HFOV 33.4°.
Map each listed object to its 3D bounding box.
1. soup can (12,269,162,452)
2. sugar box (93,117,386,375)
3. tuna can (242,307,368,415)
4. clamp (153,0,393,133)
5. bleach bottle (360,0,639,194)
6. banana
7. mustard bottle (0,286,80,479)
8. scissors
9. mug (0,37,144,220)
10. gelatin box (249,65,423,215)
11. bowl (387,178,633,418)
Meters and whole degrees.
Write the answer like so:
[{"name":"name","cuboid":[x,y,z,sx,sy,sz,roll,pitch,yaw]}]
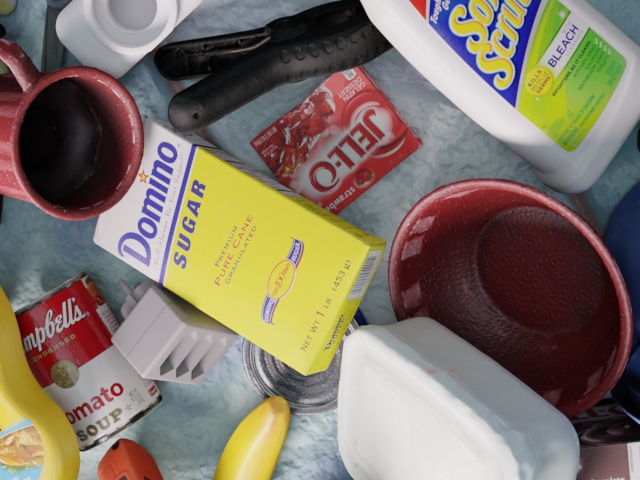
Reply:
[{"name":"soup can","cuboid":[-0.160,0.080,0.712,0.068,0.068,0.102,-30,95,8]},{"name":"sugar box","cuboid":[-0.055,0.001,0.678,0.176,0.048,0.093,29,100,17]},{"name":"tuna can","cuboid":[-0.009,0.073,0.713,0.086,0.033,0.086,1,98,5]},{"name":"clamp","cuboid":[-0.023,-0.112,0.654,0.171,0.120,0.039,-16,125,5]},{"name":"bleach bottle","cuboid":[0.077,-0.134,0.624,0.250,0.068,0.102,32,93,-18]},{"name":"banana","cuboid":[-0.056,0.189,0.717,0.037,0.070,0.198,10,99,-25]},{"name":"mustard bottle","cuboid":[-0.205,0.124,0.666,0.096,0.058,0.191,-27,90,11]},{"name":"scissors","cuboid":[-0.154,-0.173,0.704,0.096,0.016,0.202,-6,101,3]},{"name":"mug","cuboid":[-0.176,-0.073,0.662,0.093,0.082,0.117,-48,128,-27]},{"name":"gelatin box","cuboid":[0.011,-0.063,0.695,0.089,0.030,0.073,-38,93,9]},{"name":"bowl","cuboid":[0.124,0.030,0.664,0.162,0.055,0.162,17,121,31]}]
